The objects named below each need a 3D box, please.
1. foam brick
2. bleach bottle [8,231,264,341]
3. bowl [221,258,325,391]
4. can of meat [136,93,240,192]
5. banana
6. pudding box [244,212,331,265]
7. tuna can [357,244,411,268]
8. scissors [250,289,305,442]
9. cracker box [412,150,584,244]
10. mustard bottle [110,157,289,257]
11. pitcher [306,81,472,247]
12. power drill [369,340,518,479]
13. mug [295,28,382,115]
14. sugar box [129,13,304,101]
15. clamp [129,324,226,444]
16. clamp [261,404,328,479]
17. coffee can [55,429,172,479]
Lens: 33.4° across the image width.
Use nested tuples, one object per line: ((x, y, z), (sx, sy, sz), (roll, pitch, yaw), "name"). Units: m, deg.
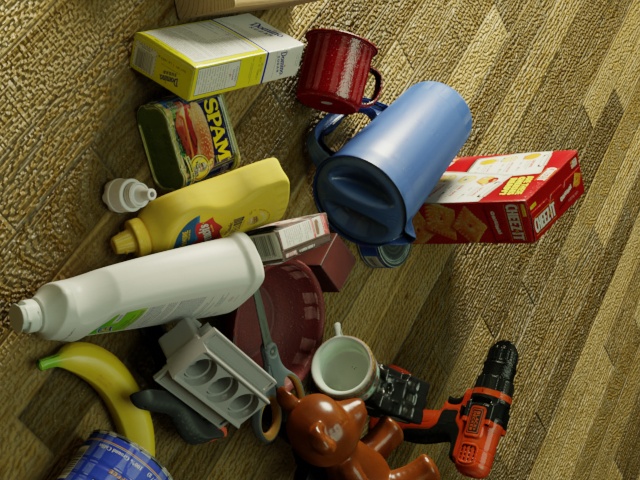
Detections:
((-0.006, 0.027, 1.292), (0.051, 0.078, 0.053), (53, 53, -34), "foam brick")
((-0.182, 0.051, 1.053), (0.250, 0.103, 0.068), (-10, 66, -42), "bleach bottle")
((-0.064, 0.098, 1.234), (0.161, 0.055, 0.162), (-12, 105, -50), "bowl")
((-0.143, -0.110, 1.144), (0.083, 0.058, 0.102), (-30, 112, -43), "can of meat")
((-0.213, 0.166, 1.083), (0.069, 0.037, 0.197), (-43, 122, -20), "banana")
((-0.058, 0.002, 1.202), (0.089, 0.114, 0.039), (-23, 103, -48), "pudding box")
((0.087, -0.005, 1.438), (0.085, 0.034, 0.086), (-1, 91, -50), "tuna can")
((-0.065, 0.141, 1.179), (0.096, 0.016, 0.201), (-53, 134, -37), "scissors")
((0.230, -0.057, 1.466), (0.163, 0.214, 0.072), (-39, 119, -43), "cracker box")
((-0.129, -0.025, 1.124), (0.191, 0.096, 0.058), (-20, 71, -25), "mustard bottle")
((0.096, -0.116, 1.386), (0.242, 0.145, 0.149), (-48, 137, -43), "pitcher")
((0.165, 0.212, 1.414), (0.057, 0.188, 0.184), (39, 63, -41), "power drill")
((0.026, -0.201, 1.316), (0.117, 0.093, 0.081), (19, 81, -33), "mug")
((-0.109, -0.200, 1.152), (0.175, 0.093, 0.048), (-20, 136, -49), "sugar box")
((-0.152, 0.155, 1.139), (0.171, 0.039, 0.120), (56, 26, -49), "clamp")
((-0.019, 0.246, 1.290), (0.209, 0.036, 0.164), (-6, 73, -63), "clamp")
((-0.220, 0.268, 1.020), (0.140, 0.103, 0.102), (-55, 129, -34), "coffee can")
